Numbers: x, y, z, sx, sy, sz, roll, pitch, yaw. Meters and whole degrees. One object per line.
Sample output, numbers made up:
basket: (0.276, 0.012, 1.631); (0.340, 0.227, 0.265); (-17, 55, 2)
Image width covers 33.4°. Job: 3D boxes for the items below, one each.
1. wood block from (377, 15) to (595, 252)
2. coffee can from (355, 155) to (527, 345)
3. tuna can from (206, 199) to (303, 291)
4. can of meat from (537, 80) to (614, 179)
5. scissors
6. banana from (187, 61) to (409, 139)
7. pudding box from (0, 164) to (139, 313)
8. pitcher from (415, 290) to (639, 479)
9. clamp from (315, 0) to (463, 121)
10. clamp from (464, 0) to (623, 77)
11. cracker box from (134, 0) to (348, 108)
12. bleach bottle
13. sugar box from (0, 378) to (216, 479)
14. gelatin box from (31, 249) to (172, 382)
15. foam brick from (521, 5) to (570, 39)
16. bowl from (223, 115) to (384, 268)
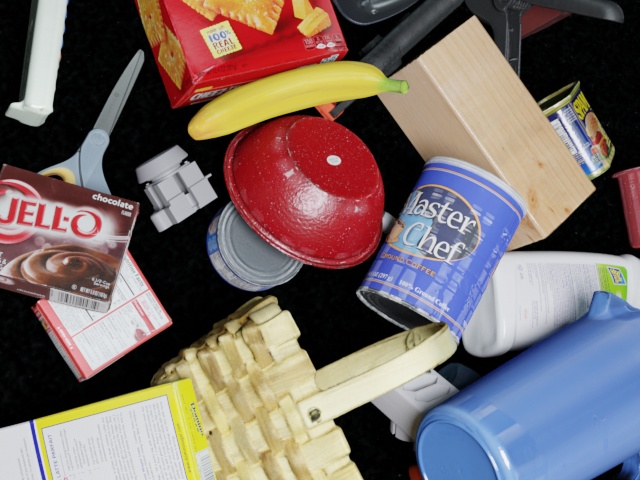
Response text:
wood block: (0.159, -0.100, 1.038); (0.090, 0.091, 0.206); (-39, 96, -29)
coffee can: (0.109, 0.010, 0.959); (0.102, 0.103, 0.140); (33, 77, -16)
tuna can: (-0.056, 0.001, 0.938); (0.086, 0.034, 0.086); (7, 75, -25)
can of meat: (0.255, -0.107, 1.090); (0.084, 0.058, 0.102); (58, 27, -6)
scissors: (-0.179, -0.066, 0.903); (0.096, 0.016, 0.201); (42, 64, -8)
banana: (-0.026, -0.126, 0.923); (0.197, 0.070, 0.037); (-16, 108, -15)
pudding box: (-0.208, 0.000, 0.834); (0.113, 0.039, 0.090); (17, 65, -11)
pitcher: (0.201, 0.160, 0.910); (0.242, 0.145, 0.149); (-20, 57, -37)
clamp: (0.064, -0.178, 0.998); (0.039, 0.120, 0.171); (43, 66, -3)
clamp: (0.194, -0.234, 1.084); (0.036, 0.165, 0.210); (1, 48, -44)
cracker box: (-0.087, -0.242, 0.962); (0.163, 0.072, 0.214); (-17, 85, -29)
bleach bottle: (0.257, 0.062, 1.064); (0.250, 0.068, 0.102); (2, 81, -29)
sugar box: (-0.170, 0.167, 0.781); (0.176, 0.048, 0.093); (-16, 84, 13)
gelatin box: (-0.176, 0.060, 0.867); (0.089, 0.030, 0.073); (-33, 92, -29)
foam brick: (0.236, -0.253, 1.123); (0.052, 0.078, 0.051); (-29, 93, -29)
bowl: (-0.001, -0.056, 0.935); (0.162, 0.055, 0.162); (19, 47, -22)
